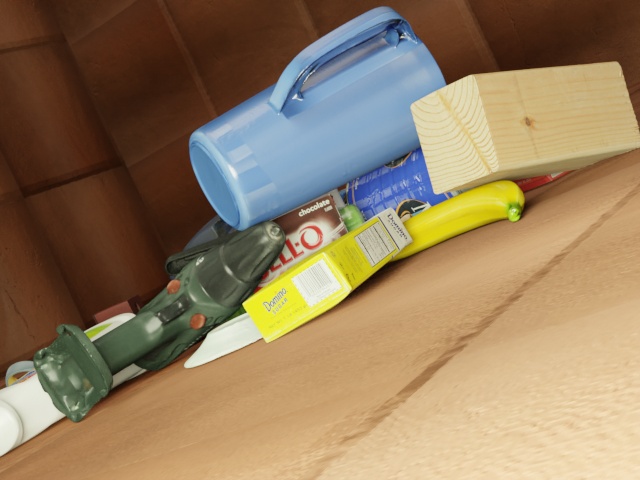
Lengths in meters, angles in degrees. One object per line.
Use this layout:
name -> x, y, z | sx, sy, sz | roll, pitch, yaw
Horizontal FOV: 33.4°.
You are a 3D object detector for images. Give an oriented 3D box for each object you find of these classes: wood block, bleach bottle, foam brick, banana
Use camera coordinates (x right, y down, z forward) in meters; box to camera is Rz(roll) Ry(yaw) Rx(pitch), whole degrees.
wood block -> 0.200, -0.110, 1.019 | 0.205, 0.091, 0.090 | -11, -6, -37
bleach bottle -> -0.265, 0.149, 1.046 | 0.103, 0.068, 0.250 | -25, 5, 25
foam brick -> -0.244, 0.116, 1.363 | 0.051, 0.078, 0.053 | -26, 2, 10
banana -> 0.123, -0.020, 1.002 | 0.069, 0.037, 0.198 | -27, 3, -41

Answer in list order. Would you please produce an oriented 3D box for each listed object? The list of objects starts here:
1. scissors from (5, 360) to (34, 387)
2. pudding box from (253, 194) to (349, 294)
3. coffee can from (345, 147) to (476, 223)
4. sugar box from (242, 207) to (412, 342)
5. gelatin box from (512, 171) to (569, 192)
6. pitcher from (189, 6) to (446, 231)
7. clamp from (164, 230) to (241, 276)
scissors -> -0.353, 0.180, 1.211 | 0.202, 0.096, 0.016 | -22, 48, 26
pudding box -> -0.022, 0.016, 1.069 | 0.113, 0.090, 0.039 | -25, 2, 0
coffee can -> 0.112, -0.058, 1.168 | 0.141, 0.103, 0.102 | -23, 3, 42
sugar box -> 0.011, 0.026, 0.938 | 0.093, 0.048, 0.176 | -32, 3, 25
gelatin box -> 0.249, -0.083, 1.171 | 0.089, 0.030, 0.073 | -26, 2, -34
pitcher -> -0.003, -0.116, 1.038 | 0.242, 0.149, 0.145 | -30, 12, -18
clamp -> -0.058, 0.002, 1.253 | 0.209, 0.036, 0.165 | -38, 44, -28
